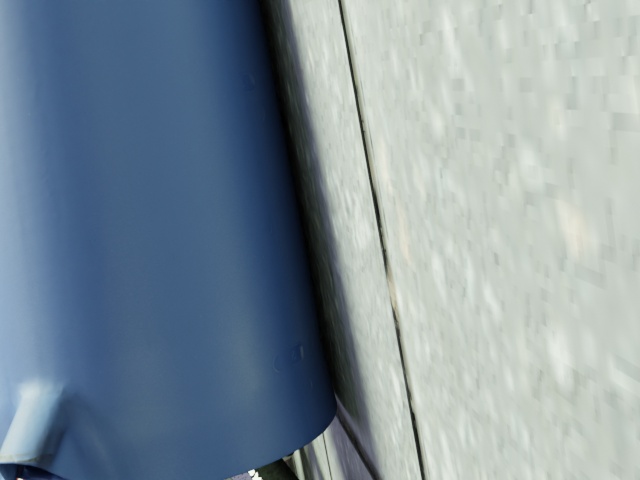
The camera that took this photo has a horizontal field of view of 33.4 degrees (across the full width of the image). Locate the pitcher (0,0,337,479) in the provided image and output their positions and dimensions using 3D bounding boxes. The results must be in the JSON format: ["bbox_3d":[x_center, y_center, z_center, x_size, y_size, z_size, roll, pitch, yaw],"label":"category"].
[{"bbox_3d":[-0.070,-0.043,0.393,0.149,0.144,0.243,-164,66,-68],"label":"pitcher"}]
